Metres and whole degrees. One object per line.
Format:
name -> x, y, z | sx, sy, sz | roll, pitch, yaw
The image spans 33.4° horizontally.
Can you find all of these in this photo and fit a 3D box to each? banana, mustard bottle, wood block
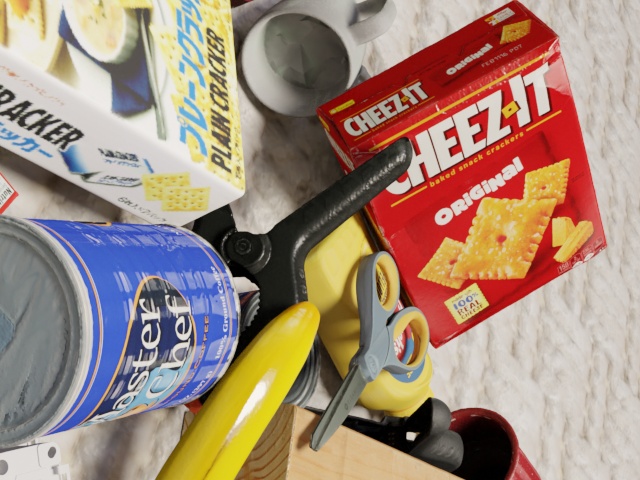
banana -> -0.059, 0.115, 0.588 | 0.037, 0.069, 0.198 | 32, 84, 0
mustard bottle -> 0.037, 0.067, 0.792 | 0.191, 0.058, 0.096 | 62, 25, -23
wood block -> 0.007, 0.178, 0.695 | 0.205, 0.090, 0.091 | 33, 56, -45

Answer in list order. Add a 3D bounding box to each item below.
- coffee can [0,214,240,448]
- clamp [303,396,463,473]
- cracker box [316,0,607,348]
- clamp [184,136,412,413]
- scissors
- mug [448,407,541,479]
coffee can -> -0.117, 0.041, 0.527 | 0.140, 0.103, 0.103 | 2, 79, -66
clamp -> 0.045, 0.144, 0.770 | 0.171, 0.120, 0.039 | 58, 39, -61
cracker box -> 0.113, -0.041, 0.786 | 0.072, 0.164, 0.213 | 57, -5, 48
clamp -> -0.054, 0.001, 0.663 | 0.036, 0.164, 0.210 | 79, 34, -73
scissors -> 0.025, 0.062, 0.689 | 0.201, 0.016, 0.096 | -15, 88, -64
mug -> 0.123, 0.204, 0.860 | 0.117, 0.093, 0.081 | -49, 131, -12
